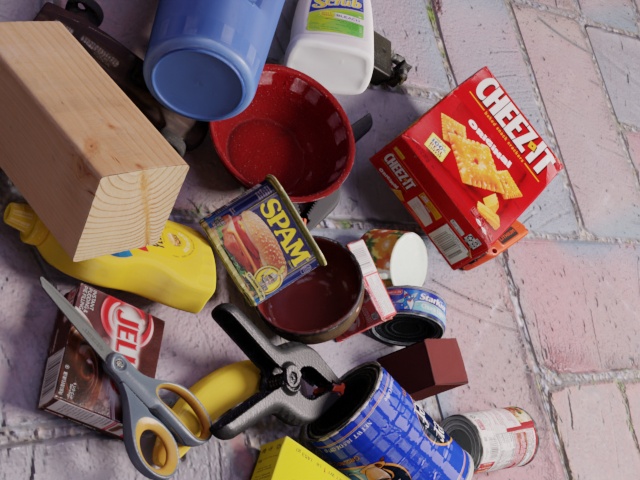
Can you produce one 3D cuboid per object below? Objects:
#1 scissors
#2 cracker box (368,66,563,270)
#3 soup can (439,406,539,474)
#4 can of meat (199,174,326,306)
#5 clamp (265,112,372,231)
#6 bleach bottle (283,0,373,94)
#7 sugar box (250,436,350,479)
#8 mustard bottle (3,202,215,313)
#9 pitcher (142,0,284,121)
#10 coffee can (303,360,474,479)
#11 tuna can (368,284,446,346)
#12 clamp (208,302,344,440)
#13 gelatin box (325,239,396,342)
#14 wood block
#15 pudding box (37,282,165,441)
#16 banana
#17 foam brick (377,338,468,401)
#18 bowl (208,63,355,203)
[{"bbox_3d":[-0.170,0.123,0.881,0.201,0.016,0.096,41,45,-25],"label":"scissors"},{"bbox_3d":[0.178,-0.091,1.259,0.164,0.072,0.213,52,48,-3],"label":"cracker box"},{"bbox_3d":[0.184,0.221,1.175,0.102,0.069,0.068,2,67,-42],"label":"soup can"},{"bbox_3d":[-0.057,0.001,1.024,0.084,0.057,0.102,-32,102,-7],"label":"can of meat"},{"bbox_3d":[-0.009,-0.090,1.186,0.164,0.036,0.210,15,58,-28],"label":"clamp"},{"bbox_3d":[0.010,-0.270,1.263,0.102,0.068,0.251,8,41,-7],"label":"bleach bottle"},{"bbox_3d":[-0.034,0.276,0.961,0.093,0.048,0.176,37,46,-22],"label":"sugar box"},{"bbox_3d":[-0.189,0.003,0.951,0.191,0.058,0.096,19,32,-33],"label":"mustard bottle"},{"bbox_3d":[-0.092,-0.243,1.055,0.145,0.149,0.242,3,52,8],"label":"pitcher"},{"bbox_3d":[0.067,0.203,1.052,0.140,0.103,0.102,46,45,-14],"label":"coffee can"},{"bbox_3d":[0.093,0.083,1.154,0.086,0.086,0.033,26,54,-30],"label":"tuna can"},{"bbox_3d":[-0.042,0.138,0.981,0.171,0.039,0.120,28,63,-40],"label":"clamp"},{"bbox_3d":[0.030,0.054,1.121,0.030,0.073,0.089,-18,81,-47],"label":"gelatin box"},{"bbox_3d":[-0.215,-0.090,0.902,0.090,0.091,0.206,-14,51,-45],"label":"wood block"},{"bbox_3d":[-0.187,0.105,0.918,0.090,0.039,0.113,28,52,-30],"label":"pudding box"},{"bbox_3d":[-0.082,0.150,0.991,0.197,0.037,0.069,-12,75,-45],"label":"banana"},{"bbox_3d":[0.109,0.139,1.143,0.052,0.078,0.051,5,67,-41],"label":"foam brick"},{"bbox_3d":[-0.048,-0.102,1.112,0.162,0.055,0.162,10,62,-21],"label":"bowl"}]
